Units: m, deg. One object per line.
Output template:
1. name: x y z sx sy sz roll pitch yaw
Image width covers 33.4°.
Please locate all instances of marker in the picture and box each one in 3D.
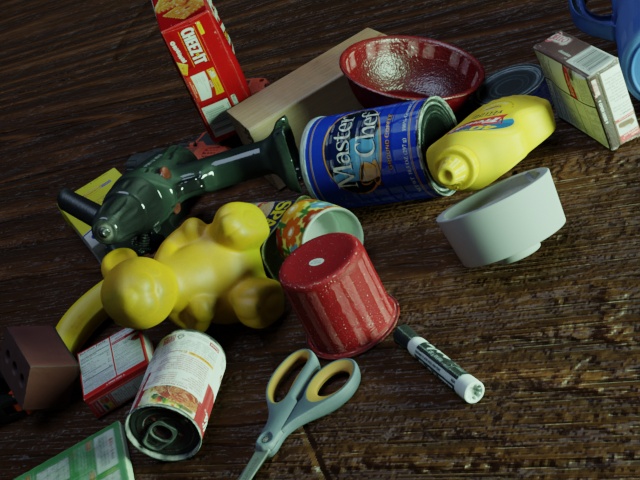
1. marker: 0.094 0.099 0.879 0.020 0.020 0.121 -34 30 -12

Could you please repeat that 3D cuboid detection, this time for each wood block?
1. wood block: 0.004 -0.161 1.285 0.206 0.091 0.090 -32 30 -8

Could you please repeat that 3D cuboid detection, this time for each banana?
1. banana: -0.234 0.077 1.167 0.070 0.037 0.197 28 59 22

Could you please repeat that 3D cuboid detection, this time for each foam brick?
1. foam brick: -0.285 0.128 1.076 0.051 0.053 0.078 1 26 -37

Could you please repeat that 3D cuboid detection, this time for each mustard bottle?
1. mustard bottle: 0.155 -0.090 1.029 0.096 0.058 0.191 -8 16 32

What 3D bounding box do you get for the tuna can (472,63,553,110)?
1. tuna can: 0.211 -0.158 1.169 0.086 0.033 0.086 -20 30 12

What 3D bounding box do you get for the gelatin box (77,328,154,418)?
1. gelatin box: -0.201 0.127 1.064 0.073 0.030 0.089 -30 29 -2

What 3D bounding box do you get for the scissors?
1. scissors: -0.024 0.161 0.883 0.096 0.016 0.201 -12 33 25

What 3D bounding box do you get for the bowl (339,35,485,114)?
1. bowl: 0.099 -0.171 1.186 0.162 0.055 0.162 3 34 -2

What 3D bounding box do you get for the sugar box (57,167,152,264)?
1. sugar box: -0.264 -0.030 1.343 0.093 0.048 0.176 -35 29 -13

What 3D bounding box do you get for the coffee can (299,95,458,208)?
1. coffee can: 0.064 -0.089 1.112 0.141 0.102 0.102 -6 36 32

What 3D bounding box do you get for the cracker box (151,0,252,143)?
1. cracker box: -0.151 -0.247 1.356 0.072 0.164 0.214 -23 35 1

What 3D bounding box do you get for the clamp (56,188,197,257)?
1. clamp: -0.189 -0.008 1.194 0.164 0.036 0.210 -9 35 -26

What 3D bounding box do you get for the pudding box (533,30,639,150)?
1. pudding box: 0.263 -0.150 1.059 0.039 0.090 0.113 -30 30 -2

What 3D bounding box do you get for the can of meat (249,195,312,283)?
1. can of meat: -0.057 0.001 1.118 0.084 0.057 0.102 -3 38 40

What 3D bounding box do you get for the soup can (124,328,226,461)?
1. soup can: -0.127 0.136 0.952 0.069 0.068 0.102 -15 32 21

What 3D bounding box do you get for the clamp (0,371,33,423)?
1. clamp: -0.374 0.168 1.131 0.172 0.039 0.120 7 48 44

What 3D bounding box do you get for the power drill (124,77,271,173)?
1. power drill: -0.150 -0.138 1.410 0.185 0.057 0.187 3 44 36

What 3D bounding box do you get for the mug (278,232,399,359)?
1. mug: 0.013 0.041 0.972 0.093 0.081 0.117 -21 30 10
